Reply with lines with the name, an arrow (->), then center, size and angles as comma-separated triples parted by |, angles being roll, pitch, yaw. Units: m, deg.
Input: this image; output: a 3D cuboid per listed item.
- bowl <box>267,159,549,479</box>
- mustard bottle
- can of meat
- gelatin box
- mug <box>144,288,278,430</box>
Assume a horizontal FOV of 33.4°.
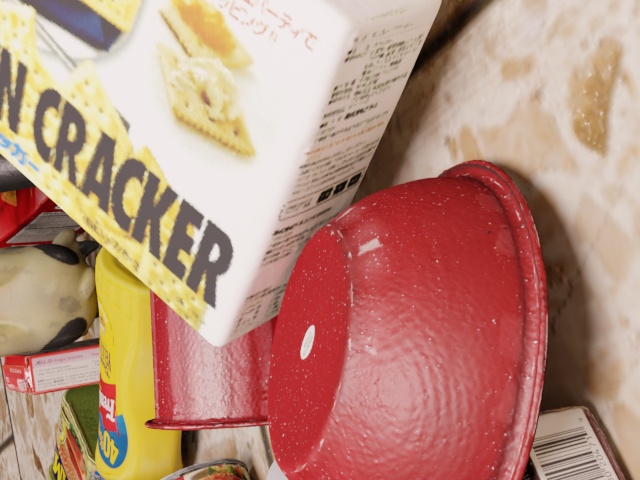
bowl -> 0.020, 0.044, 0.395 | 0.162, 0.055, 0.162 | -169, 90, -73
mustard bottle -> -0.118, 0.102, 0.704 | 0.096, 0.058, 0.192 | -140, 50, -59
can of meat -> -0.164, 0.167, 0.804 | 0.102, 0.057, 0.084 | 51, 135, 45
gelatin box -> -0.180, 0.091, 0.780 | 0.073, 0.089, 0.030 | -8, 90, 61
mug -> -0.040, 0.048, 0.536 | 0.117, 0.093, 0.081 | 28, -122, -81
